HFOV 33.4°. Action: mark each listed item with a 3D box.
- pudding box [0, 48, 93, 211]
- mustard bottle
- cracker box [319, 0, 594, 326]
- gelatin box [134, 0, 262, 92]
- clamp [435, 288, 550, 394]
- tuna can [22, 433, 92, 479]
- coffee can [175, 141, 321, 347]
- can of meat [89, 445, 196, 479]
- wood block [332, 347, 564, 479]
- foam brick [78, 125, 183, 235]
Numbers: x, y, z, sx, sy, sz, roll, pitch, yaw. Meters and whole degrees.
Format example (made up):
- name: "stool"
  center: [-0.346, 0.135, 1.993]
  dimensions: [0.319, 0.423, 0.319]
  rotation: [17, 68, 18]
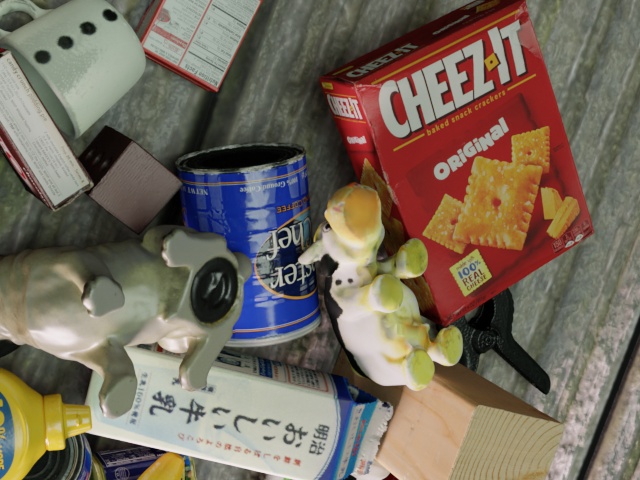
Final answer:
- name: "pudding box"
  center: [-0.213, -0.082, 0.755]
  dimensions: [0.039, 0.090, 0.113]
  rotation: [-37, 116, -14]
- name: "mustard bottle"
  center: [-0.262, 0.139, 0.766]
  dimensions: [0.191, 0.058, 0.096]
  rotation: [-5, 90, -14]
- name: "cracker box"
  center: [0.116, -0.064, 0.854]
  dimensions: [0.164, 0.072, 0.213]
  rotation: [-29, 112, -17]
- name: "gelatin box"
  center: [-0.095, -0.170, 0.824]
  dimensions: [0.073, 0.030, 0.089]
  rotation: [26, 91, -29]
- name: "clamp"
  center: [0.159, 0.092, 1.003]
  dimensions: [0.120, 0.039, 0.171]
  rotation: [-13, 107, -25]
- name: "tuna can"
  center: [-0.220, 0.169, 0.817]
  dimensions: [0.086, 0.034, 0.086]
  rotation: [1, 65, -3]
- name: "coffee can"
  center: [-0.056, 0.001, 0.843]
  dimensions: [0.102, 0.103, 0.140]
  rotation: [-12, 107, -23]
- name: "can of meat"
  center: [-0.149, 0.218, 0.878]
  dimensions: [0.083, 0.058, 0.102]
  rotation: [-5, 105, -27]
- name: "wood block"
  center: [0.093, 0.149, 0.890]
  dimensions: [0.090, 0.206, 0.090]
  rotation: [18, 95, -28]
- name: "foam brick"
  center: [-0.149, -0.046, 0.801]
  dimensions: [0.051, 0.078, 0.053]
  rotation: [42, 83, -29]
